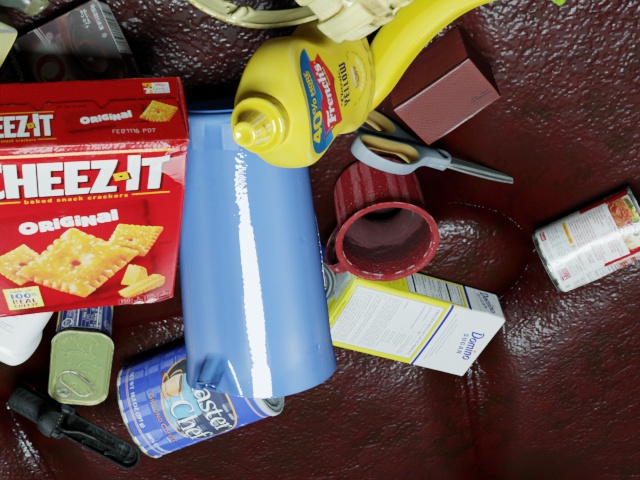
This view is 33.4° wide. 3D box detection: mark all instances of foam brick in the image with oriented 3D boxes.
[{"bbox_3d":[0.104,-0.131,0.905,0.078,0.051,0.053,-33,128,21],"label":"foam brick"}]

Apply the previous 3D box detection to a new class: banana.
[{"bbox_3d":[0.096,-0.176,0.858,0.198,0.069,0.037,-27,160,31],"label":"banana"}]

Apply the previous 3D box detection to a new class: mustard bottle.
[{"bbox_3d":[-0.017,-0.108,0.801,0.058,0.191,0.096,2,113,24],"label":"mustard bottle"}]

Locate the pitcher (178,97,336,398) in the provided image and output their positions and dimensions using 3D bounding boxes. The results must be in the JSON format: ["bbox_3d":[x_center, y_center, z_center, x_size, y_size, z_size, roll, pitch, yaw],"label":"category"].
[{"bbox_3d":[-0.056,0.001,0.916,0.145,0.149,0.243,-8,105,-12],"label":"pitcher"}]

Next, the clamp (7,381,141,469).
[{"bbox_3d":[-0.268,0.176,1.066,0.172,0.039,0.120,16,159,38],"label":"clamp"}]

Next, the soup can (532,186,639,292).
[{"bbox_3d":[0.264,0.000,1.027,0.102,0.068,0.068,-26,129,16],"label":"soup can"}]

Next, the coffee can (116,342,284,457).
[{"bbox_3d":[-0.122,0.151,1.092,0.140,0.103,0.102,-22,130,13],"label":"coffee can"}]

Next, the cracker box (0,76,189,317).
[{"bbox_3d":[-0.191,-0.026,0.828,0.164,0.072,0.214,-5,146,-15],"label":"cracker box"}]

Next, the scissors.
[{"bbox_3d":[0.090,-0.086,0.956,0.201,0.096,0.016,-1,134,-48],"label":"scissors"}]

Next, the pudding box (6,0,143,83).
[{"bbox_3d":[-0.189,-0.122,0.851,0.090,0.039,0.113,-23,91,12],"label":"pudding box"}]

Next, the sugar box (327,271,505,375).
[{"bbox_3d":[0.089,0.078,1.092,0.176,0.048,0.093,15,128,-23],"label":"sugar box"}]

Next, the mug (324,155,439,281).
[{"bbox_3d":[0.048,-0.016,0.979,0.093,0.081,0.117,31,121,-29],"label":"mug"}]

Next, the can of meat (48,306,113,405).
[{"bbox_3d":[-0.232,0.096,1.043,0.057,0.084,0.102,6,130,-12],"label":"can of meat"}]
